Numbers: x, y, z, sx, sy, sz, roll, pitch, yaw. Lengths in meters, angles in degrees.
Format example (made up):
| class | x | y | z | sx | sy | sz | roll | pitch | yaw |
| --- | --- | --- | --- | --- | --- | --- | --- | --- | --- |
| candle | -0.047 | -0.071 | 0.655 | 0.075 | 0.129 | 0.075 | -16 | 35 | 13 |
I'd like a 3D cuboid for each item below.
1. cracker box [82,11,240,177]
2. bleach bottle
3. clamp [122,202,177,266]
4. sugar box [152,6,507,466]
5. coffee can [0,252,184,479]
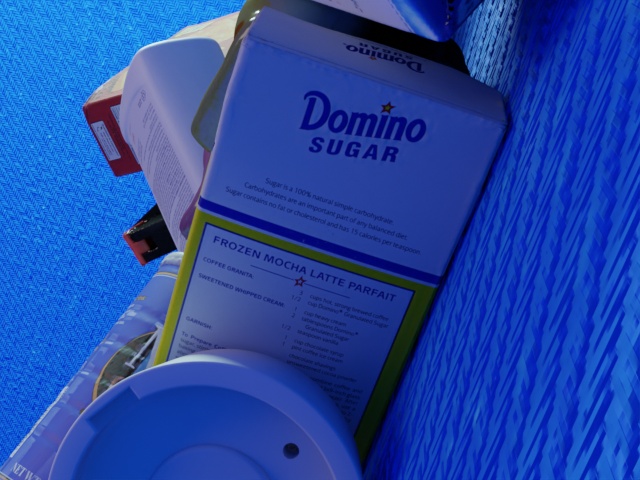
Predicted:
| class | x | y | z | sx | sy | sz | roll | pitch | yaw |
| --- | --- | --- | --- | --- | --- | --- | --- | --- | --- |
| cracker box | -0.052 | -0.131 | 0.810 | 0.164 | 0.214 | 0.072 | -49 | -59 | -46 |
| bleach bottle | -0.054 | 0.001 | 0.650 | 0.103 | 0.068 | 0.251 | 114 | 138 | -57 |
| clamp | -0.051 | -0.054 | 0.781 | 0.210 | 0.036 | 0.165 | -33 | 20 | -8 |
| sugar box | -0.005 | 0.012 | 0.400 | 0.048 | 0.093 | 0.176 | -76 | 6 | -63 |
| coffee can | -0.074 | 0.091 | 0.503 | 0.140 | 0.103 | 0.103 | -54 | -4 | -20 |
